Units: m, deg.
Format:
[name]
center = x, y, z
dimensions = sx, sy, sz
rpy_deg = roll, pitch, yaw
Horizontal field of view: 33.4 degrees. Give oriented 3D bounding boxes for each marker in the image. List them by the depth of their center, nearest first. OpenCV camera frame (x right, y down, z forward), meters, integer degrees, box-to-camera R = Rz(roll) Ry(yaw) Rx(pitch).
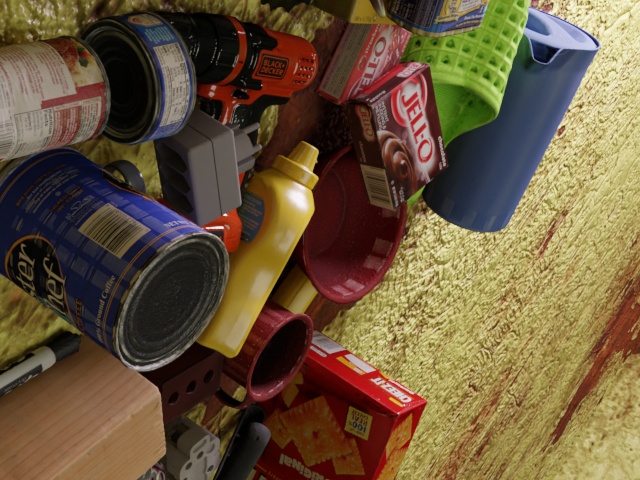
[marker]
center = -0.229, 0.101, 0.803
dimensions = 0.120, 0.020, 0.020
rpy_deg = -32, 142, -42

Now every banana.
[banana]
center = -0.019, 0.050, 1.094
dimensions = 0.198, 0.037, 0.069
rpy_deg = -56, 170, -5

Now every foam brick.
[foam brick]
center = -0.132, 0.118, 0.949
dimensions = 0.078, 0.051, 0.053
rpy_deg = -30, 140, -44

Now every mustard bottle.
[mustard bottle]
center = -0.056, 0.001, 0.922
dimensions = 0.058, 0.096, 0.191
rpy_deg = 29, 90, -22

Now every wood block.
[wood block]
center = -0.224, 0.178, 0.813
dimensions = 0.205, 0.090, 0.091
rpy_deg = -38, 147, -36

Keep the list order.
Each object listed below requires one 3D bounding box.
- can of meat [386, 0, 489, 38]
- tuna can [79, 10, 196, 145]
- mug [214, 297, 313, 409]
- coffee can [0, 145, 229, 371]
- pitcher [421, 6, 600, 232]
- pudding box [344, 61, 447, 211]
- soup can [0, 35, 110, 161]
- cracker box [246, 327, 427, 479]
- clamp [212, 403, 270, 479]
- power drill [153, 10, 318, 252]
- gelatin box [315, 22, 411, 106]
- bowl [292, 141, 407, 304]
[can of meat]
center = 0.104, -0.215, 0.864
dimensions = 0.101, 0.057, 0.084
rpy_deg = -22, 136, -49
[tuna can]
center = -0.124, -0.107, 0.705
dimensions = 0.033, 0.086, 0.086
rpy_deg = -24, 136, -46
[mug]
center = -0.071, 0.101, 1.002
dimensions = 0.093, 0.082, 0.117
rpy_deg = -7, 123, -57
[coffee can]
center = -0.147, 0.009, 0.719
dimensions = 0.102, 0.140, 0.103
rpy_deg = -40, 147, -34
[pitcher]
center = 0.203, -0.139, 1.194
dimensions = 0.148, 0.145, 0.243
rpy_deg = -8, 128, -42
[pudding box]
center = 0.073, -0.098, 0.995
dimensions = 0.089, 0.039, 0.113
rpy_deg = -39, 130, -34
[soup can]
center = -0.187, -0.083, 0.642
dimensions = 0.102, 0.069, 0.068
rpy_deg = -24, 136, -48
[cracker box]
center = 0.001, 0.228, 1.158
dimensions = 0.071, 0.164, 0.214
rpy_deg = -8, 124, -55
[clamp]
center = -0.104, 0.261, 1.082
dimensions = 0.210, 0.036, 0.164
rpy_deg = -63, -178, 3
[power drill]
center = -0.091, -0.080, 0.817
dimensions = 0.184, 0.057, 0.188
rpy_deg = -2, 119, -52
[gelatin box]
center = 0.041, -0.164, 0.986
dimensions = 0.073, 0.030, 0.089
rpy_deg = 7, 111, -60
[bowl]
center = 0.017, -0.023, 1.032
dimensions = 0.161, 0.055, 0.162
rpy_deg = -21, 118, -46
